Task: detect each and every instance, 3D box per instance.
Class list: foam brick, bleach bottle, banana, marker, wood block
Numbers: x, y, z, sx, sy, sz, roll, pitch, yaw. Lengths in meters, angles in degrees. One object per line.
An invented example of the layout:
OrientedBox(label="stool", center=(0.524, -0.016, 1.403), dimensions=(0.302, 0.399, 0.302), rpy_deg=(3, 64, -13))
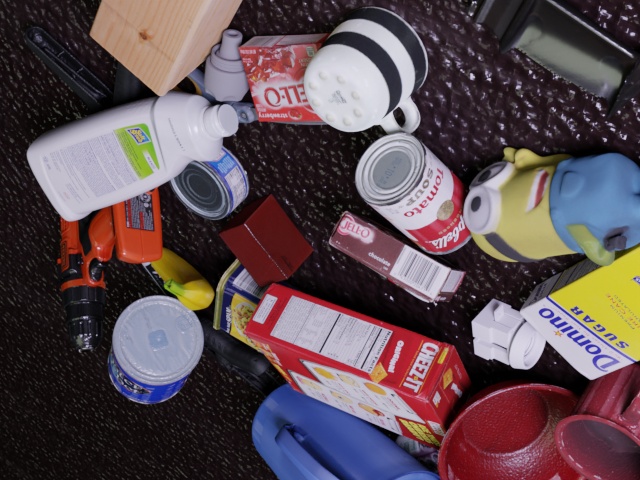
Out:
OrientedBox(label="foam brick", center=(-0.057, 0.001, 1.114), dimensions=(0.051, 0.052, 0.078), rpy_deg=(-18, 114, 50))
OrientedBox(label="bleach bottle", center=(-0.182, -0.089, 1.076), dimensions=(0.251, 0.068, 0.102), rpy_deg=(-10, 119, 36))
OrientedBox(label="banana", center=(-0.157, 0.043, 1.210), dimensions=(0.069, 0.037, 0.198), rpy_deg=(48, 174, -19))
OrientedBox(label="marker", center=(-0.199, 0.041, 1.311), dimensions=(0.020, 0.020, 0.121), rpy_deg=(-13, 118, 48))
OrientedBox(label="wood block", center=(-0.113, -0.229, 0.900), dimensions=(0.091, 0.090, 0.206), rpy_deg=(41, 144, -1))

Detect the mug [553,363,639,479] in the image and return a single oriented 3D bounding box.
OrientedBox(label="mug", center=(0.270, 0.156, 0.948), dimensions=(0.093, 0.081, 0.117), rpy_deg=(31, 143, 15))

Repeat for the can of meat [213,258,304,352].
OrientedBox(label="can of meat", center=(-0.069, 0.078, 1.199), dimensions=(0.084, 0.057, 0.102), rpy_deg=(29, 142, 15))

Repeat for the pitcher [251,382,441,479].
OrientedBox(label="pitcher", center=(0.017, 0.247, 1.166), dimensions=(0.243, 0.144, 0.149), rpy_deg=(35, 135, 51))

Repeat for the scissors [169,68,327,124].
OrientedBox(label="scissors", center=(-0.085, -0.139, 1.028), dimensions=(0.202, 0.016, 0.096), rpy_deg=(-5, 124, 45))

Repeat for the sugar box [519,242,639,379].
OrientedBox(label="sugar box", center=(0.255, 0.051, 0.886), dimensions=(0.093, 0.048, 0.176), rpy_deg=(44, 143, -3))

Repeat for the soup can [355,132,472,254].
OrientedBox(label="soup can", center=(0.083, -0.039, 0.898), dimensions=(0.069, 0.068, 0.102), rpy_deg=(6, 160, 38))

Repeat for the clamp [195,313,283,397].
OrientedBox(label="clamp", center=(-0.105, 0.135, 1.283), dimensions=(0.172, 0.039, 0.120), rpy_deg=(32, 156, 22))

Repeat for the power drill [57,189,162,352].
OrientedBox(label="power drill", center=(-0.249, 0.020, 1.234), dimensions=(0.188, 0.057, 0.184), rpy_deg=(-32, 61, 47))

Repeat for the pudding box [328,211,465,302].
OrientedBox(label="pudding box", center=(0.072, 0.015, 0.984), dimensions=(0.113, 0.039, 0.090), rpy_deg=(32, -173, 16))

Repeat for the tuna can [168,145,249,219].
OrientedBox(label="tuna can", center=(-0.119, -0.064, 1.119), dimensions=(0.086, 0.033, 0.086), rpy_deg=(25, 140, 22))

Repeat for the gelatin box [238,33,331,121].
OrientedBox(label="gelatin box", center=(-0.023, -0.143, 0.945), dimensions=(0.089, 0.030, 0.073), rpy_deg=(5, 124, 35))

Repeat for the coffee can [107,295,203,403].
OrientedBox(label="coffee can", center=(-0.198, 0.132, 1.265), dimensions=(0.103, 0.102, 0.140), rpy_deg=(41, 158, 2))

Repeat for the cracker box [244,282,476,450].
OrientedBox(label="cracker box", center=(0.048, 0.132, 1.103), dimensions=(0.214, 0.072, 0.164), rpy_deg=(17, 158, 28))

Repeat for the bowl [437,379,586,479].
OrientedBox(label="bowl", center=(0.188, 0.192, 1.043), dimensions=(0.162, 0.055, 0.162), rpy_deg=(-3, 118, -6))

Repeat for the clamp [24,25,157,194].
OrientedBox(label="clamp", center=(-0.223, -0.143, 1.130), dimensions=(0.165, 0.036, 0.210), rpy_deg=(13, 136, 32))
